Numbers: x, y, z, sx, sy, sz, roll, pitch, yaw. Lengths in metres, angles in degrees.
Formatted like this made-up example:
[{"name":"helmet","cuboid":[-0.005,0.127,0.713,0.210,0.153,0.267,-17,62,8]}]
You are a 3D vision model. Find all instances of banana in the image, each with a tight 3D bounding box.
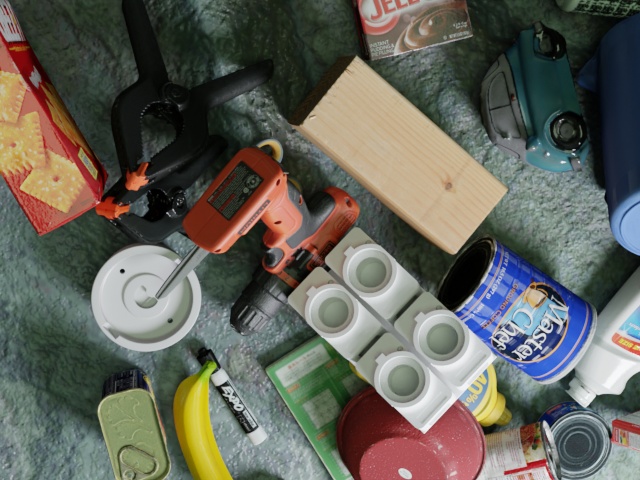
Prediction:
[{"name":"banana","cuboid":[-0.116,0.225,1.121,0.037,0.070,0.198,-20,96,-41]}]

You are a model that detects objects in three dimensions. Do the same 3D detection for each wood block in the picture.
[{"name":"wood block","cuboid":[0.077,-0.088,1.090,0.206,0.090,0.091,39,90,-13]}]

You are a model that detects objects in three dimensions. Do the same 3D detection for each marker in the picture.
[{"name":"marker","cuboid":[-0.096,0.165,1.140,0.020,0.020,0.121,-32,103,-3]}]

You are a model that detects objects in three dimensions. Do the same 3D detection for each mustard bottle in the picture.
[{"name":"mustard bottle","cuboid":[0.131,0.147,1.151,0.191,0.058,0.096,34,89,-18]}]

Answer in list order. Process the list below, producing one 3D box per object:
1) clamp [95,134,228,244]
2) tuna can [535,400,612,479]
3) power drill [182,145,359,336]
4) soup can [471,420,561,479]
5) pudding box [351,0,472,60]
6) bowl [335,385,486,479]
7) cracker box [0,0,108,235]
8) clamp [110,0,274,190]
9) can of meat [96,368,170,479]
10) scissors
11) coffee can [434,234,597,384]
[{"name":"clamp","cuboid":[-0.145,-0.049,1.044,0.039,0.171,0.120,0,89,33]},{"name":"tuna can","cuboid":[0.285,0.227,1.207,0.086,0.034,0.086,-2,100,-9]},{"name":"power drill","cuboid":[-0.057,0.001,1.048,0.057,0.187,0.184,38,90,29]},{"name":"soup can","cuboid":[0.203,0.241,1.162,0.102,0.068,0.068,-17,103,18]},{"name":"pudding box","cuboid":[0.090,-0.240,1.091,0.113,0.039,0.090,-15,101,-7]},{"name":"bowl","cuboid":[0.090,0.227,1.112,0.162,0.055,0.162,6,117,11]},{"name":"cracker box","cuboid":[-0.277,-0.123,0.984,0.072,0.164,0.213,-28,103,-2]},{"name":"clamp","cuboid":[-0.151,-0.141,1.021,0.164,0.036,0.209,31,56,-8]},{"name":"can of meat","cuboid":[-0.191,0.190,1.094,0.057,0.084,0.102,-14,102,-7]},{"name":"scissors","cuboid":[-0.083,-0.009,1.079,0.096,0.016,0.201,36,75,-35]},{"name":"coffee can","cuboid":[0.206,0.073,1.132,0.140,0.103,0.103,33,93,-13]}]
